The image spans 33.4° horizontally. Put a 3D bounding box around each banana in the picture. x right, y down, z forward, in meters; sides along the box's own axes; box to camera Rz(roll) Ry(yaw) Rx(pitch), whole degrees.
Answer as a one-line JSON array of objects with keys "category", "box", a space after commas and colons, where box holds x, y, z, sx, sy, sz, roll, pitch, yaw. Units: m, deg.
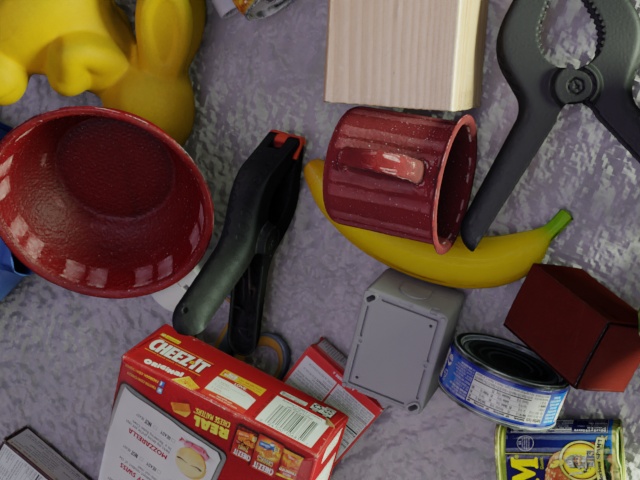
[{"category": "banana", "box": [0.074, -0.006, 0.762, 0.198, 0.037, 0.069, 13, 75, 15]}]

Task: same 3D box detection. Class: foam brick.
[{"category": "foam brick", "box": [0.170, 0.057, 0.706, 0.078, 0.052, 0.051, 46, 120, 48]}]

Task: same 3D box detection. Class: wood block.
[{"category": "wood block", "box": [0.062, -0.192, 0.702, 0.091, 0.090, 0.206, 6, 101, 19]}]

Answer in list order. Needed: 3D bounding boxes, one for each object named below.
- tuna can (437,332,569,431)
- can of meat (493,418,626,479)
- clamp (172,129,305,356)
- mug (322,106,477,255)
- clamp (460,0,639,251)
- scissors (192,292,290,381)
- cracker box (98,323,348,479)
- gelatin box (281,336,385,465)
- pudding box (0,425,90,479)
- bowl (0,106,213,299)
[{"category": "tuna can", "box": [0.126, 0.095, 0.731, 0.086, 0.086, 0.034, 22, 104, 16]}, {"category": "can of meat", "box": [0.169, 0.174, 0.744, 0.084, 0.057, 0.102, -3, 99, 18]}, {"category": "clamp", "box": [-0.055, 0.001, 0.764, 0.039, 0.120, 0.171, 14, 90, 14]}, {"category": "mug", "box": [0.048, -0.044, 0.700, 0.082, 0.117, 0.093, 12, 93, 20]}, {"category": "clamp", "box": [0.157, -0.094, 0.702, 0.164, 0.036, 0.210, -13, 93, 7]}, {"category": "scissors", "box": [-0.084, 0.138, 0.855, 0.096, 0.016, 0.202, 19, 106, 17]}, {"category": "cracker box", "box": [-0.084, 0.193, 0.812, 0.164, 0.072, 0.214, 24, 118, 16]}, {"category": "gelatin box", "box": [-0.001, 0.130, 0.814, 0.073, 0.030, 0.089, 41, 113, 9]}, {"category": "pudding box", "box": [-0.241, 0.230, 0.919, 0.113, 0.039, 0.090, 37, 109, 9]}, {"category": "bowl", "box": [-0.153, -0.037, 0.767, 0.162, 0.055, 0.162, 2, 126, 3]}]
